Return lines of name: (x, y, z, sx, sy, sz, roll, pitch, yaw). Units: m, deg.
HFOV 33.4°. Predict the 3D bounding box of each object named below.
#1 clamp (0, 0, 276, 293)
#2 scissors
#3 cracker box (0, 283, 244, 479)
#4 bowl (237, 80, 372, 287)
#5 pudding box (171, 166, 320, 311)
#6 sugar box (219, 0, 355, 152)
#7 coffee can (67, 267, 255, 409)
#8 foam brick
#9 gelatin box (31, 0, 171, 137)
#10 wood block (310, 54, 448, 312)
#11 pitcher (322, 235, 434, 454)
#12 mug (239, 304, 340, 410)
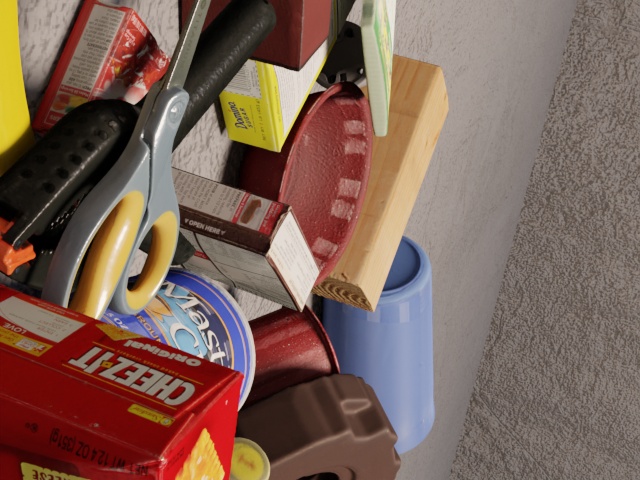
clamp: (-0.089, -0.039, 0.506, 0.165, 0.036, 0.209, -67, 166, 20)
scissors: (-0.066, -0.046, 0.474, 0.201, 0.016, 0.096, -64, 163, -7)
cracker box: (-0.127, 0.130, 0.442, 0.072, 0.164, 0.214, -42, 146, -58)
bowl: (-0.017, -0.046, 0.812, 0.161, 0.055, 0.162, -46, 144, -50)
pudding box: (-0.055, 0.001, 0.689, 0.113, 0.090, 0.039, 63, 47, -67)
sugar box: (-0.017, -0.158, 0.733, 0.093, 0.048, 0.176, 84, 24, -56)
coffee can: (-0.107, 0.072, 0.563, 0.140, 0.103, 0.103, -16, 122, -71)
foam brick: (-0.036, -0.140, 0.625, 0.053, 0.078, 0.051, -58, 158, -47)
gelatin box: (-0.105, -0.071, 0.550, 0.089, 0.030, 0.073, 54, 55, -70)
wood block: (0.035, -0.054, 0.937, 0.090, 0.091, 0.206, 59, 50, -69)
pitcher: (0.066, 0.104, 1.148, 0.149, 0.145, 0.243, -102, -172, -47)
mug: (-0.044, 0.105, 0.815, 0.081, 0.093, 0.117, -20, 159, -23)
